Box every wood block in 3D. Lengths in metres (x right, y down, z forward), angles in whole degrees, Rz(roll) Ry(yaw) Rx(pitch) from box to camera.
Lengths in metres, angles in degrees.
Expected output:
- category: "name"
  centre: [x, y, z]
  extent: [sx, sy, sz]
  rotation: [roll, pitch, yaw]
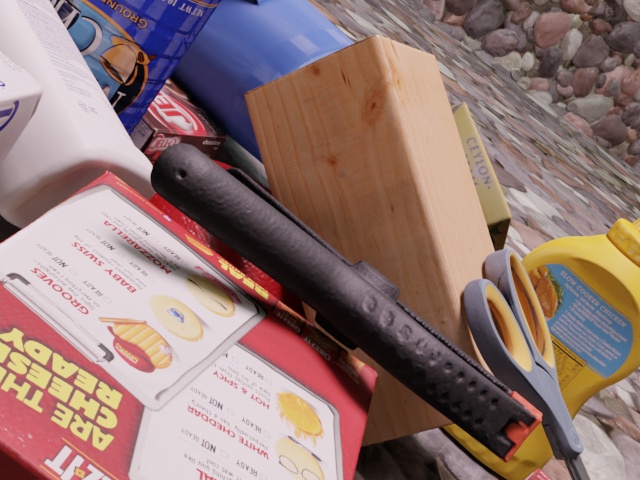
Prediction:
- category: "wood block"
  centre: [0.040, 0.002, 0.604]
  extent: [0.090, 0.090, 0.206]
  rotation: [-3, 75, -62]

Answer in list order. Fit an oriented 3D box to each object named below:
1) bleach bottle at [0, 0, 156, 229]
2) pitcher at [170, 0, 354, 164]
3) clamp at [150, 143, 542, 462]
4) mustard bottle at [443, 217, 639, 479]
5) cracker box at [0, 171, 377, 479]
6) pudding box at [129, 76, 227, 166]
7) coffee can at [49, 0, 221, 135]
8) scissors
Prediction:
- category: "bleach bottle"
  centre: [-0.175, -0.125, 0.556]
  extent: [0.251, 0.068, 0.102]
  rotation: [61, 5, 14]
- category: "pitcher"
  centre: [-0.069, -0.164, 0.813]
  extent: [0.243, 0.145, 0.149]
  rotation: [44, 9, 32]
- category: "clamp"
  centre: [0.012, 0.026, 0.492]
  extent: [0.210, 0.036, 0.164]
  rotation: [39, 3, 9]
- category: "mustard bottle"
  centre: [0.153, 0.055, 0.670]
  extent: [0.096, 0.192, 0.058]
  rotation: [42, 19, 13]
- category: "cracker box"
  centre: [-0.070, 0.068, 0.416]
  extent: [0.164, 0.072, 0.213]
  rotation: [37, 19, -4]
- category: "pudding box"
  centre: [-0.131, -0.099, 0.751]
  extent: [0.113, 0.039, 0.089]
  rotation: [45, 19, 18]
- category: "coffee can"
  centre: [-0.135, -0.124, 0.643]
  extent: [0.102, 0.140, 0.103]
  rotation: [34, 19, -13]
- category: "scissors"
  centre: [0.119, 0.098, 0.558]
  extent: [0.096, 0.016, 0.202]
  rotation: [9, 61, -58]
